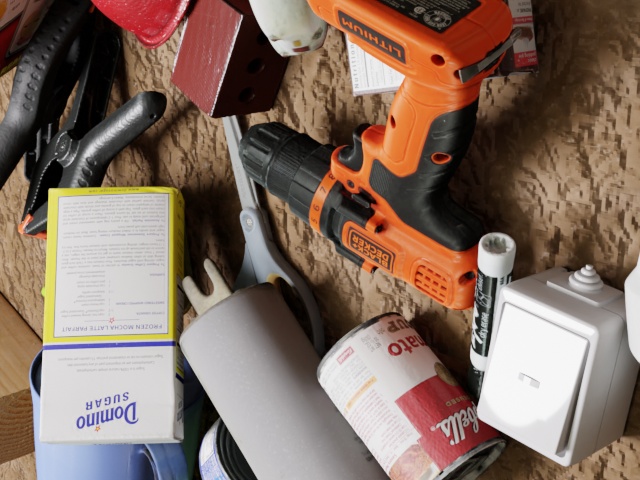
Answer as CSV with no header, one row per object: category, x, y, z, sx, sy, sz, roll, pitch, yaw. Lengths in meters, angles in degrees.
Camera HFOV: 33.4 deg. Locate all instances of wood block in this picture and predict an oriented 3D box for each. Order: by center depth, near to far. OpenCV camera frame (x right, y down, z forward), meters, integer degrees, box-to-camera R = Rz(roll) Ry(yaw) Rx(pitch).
wood block,-0.340,0.114,1.037,0.206,0.090,0.091,40,128,32

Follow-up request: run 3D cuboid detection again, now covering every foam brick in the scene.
foam brick,-0.057,-0.127,0.702,0.051,0.052,0.078,43,129,30

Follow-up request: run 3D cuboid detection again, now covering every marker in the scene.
marker,0.093,0.046,0.588,0.020,0.020,0.121,37,146,34

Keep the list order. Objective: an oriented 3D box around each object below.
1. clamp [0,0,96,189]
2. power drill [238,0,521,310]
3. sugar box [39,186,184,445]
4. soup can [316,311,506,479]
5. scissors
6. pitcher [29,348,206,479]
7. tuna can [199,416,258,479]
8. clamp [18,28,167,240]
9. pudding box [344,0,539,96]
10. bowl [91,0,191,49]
clamp,-0.227,-0.104,0.840,0.036,0.164,0.210,27,116,-1
power drill,0.027,-0.066,0.583,0.185,0.057,0.188,31,145,24
sugar box,-0.142,0.052,0.739,0.048,0.093,0.176,81,-172,-77
soup can,0.053,0.102,0.638,0.102,0.068,0.069,52,132,25
scissors,-0.055,0.001,0.760,0.096,0.016,0.202,-34,76,43
pitcher,-0.158,0.204,0.843,0.145,0.149,0.243,11,117,8
tuna can,-0.039,0.151,0.734,0.086,0.085,0.034,57,136,19
clamp,-0.175,-0.068,0.809,0.120,0.039,0.171,42,110,53
pudding box,0.061,-0.130,0.589,0.114,0.039,0.090,2,104,49
bowl,-0.128,-0.213,0.715,0.162,0.055,0.162,-16,72,60
